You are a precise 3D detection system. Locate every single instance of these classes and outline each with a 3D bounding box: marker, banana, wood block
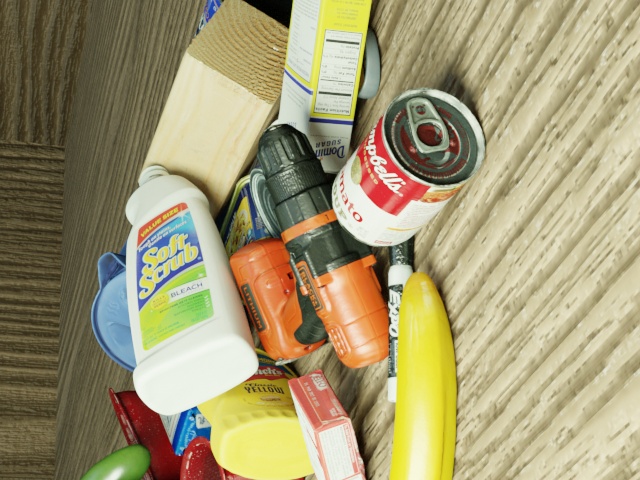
[{"bbox_3d":[0.056,0.050,0.733,0.020,0.020,0.121,143,130,-66],"label":"marker"},{"bbox_3d":[0.060,0.120,0.672,0.070,0.037,0.198,-171,87,-70],"label":"banana"},{"bbox_3d":[-0.094,-0.117,1.007,0.090,0.090,0.206,-60,3,-36],"label":"wood block"}]

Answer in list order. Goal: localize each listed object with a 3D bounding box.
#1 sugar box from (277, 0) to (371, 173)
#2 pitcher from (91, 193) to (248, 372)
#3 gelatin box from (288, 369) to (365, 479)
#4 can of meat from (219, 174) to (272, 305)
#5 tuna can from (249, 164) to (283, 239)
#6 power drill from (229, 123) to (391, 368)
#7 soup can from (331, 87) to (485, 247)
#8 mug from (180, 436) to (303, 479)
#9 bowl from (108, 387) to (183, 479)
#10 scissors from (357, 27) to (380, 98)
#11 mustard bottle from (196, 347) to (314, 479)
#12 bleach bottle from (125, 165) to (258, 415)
[{"bbox_3d":[0.003,-0.151,0.857,0.093,0.048,0.176,-125,38,-64],"label":"sugar box"},{"bbox_3d":[-0.140,0.030,1.120,0.242,0.145,0.149,-83,-2,-59],"label":"pitcher"},{"bbox_3d":[0.008,0.150,0.785,0.073,0.030,0.089,-127,22,-64],"label":"gelatin box"},{"bbox_3d":[-0.057,0.001,1.026,0.102,0.057,0.084,114,153,-43],"label":"can of meat"},{"bbox_3d":[-0.026,-0.031,0.916,0.086,0.033,0.086,49,156,31],"label":"tuna can"},{"bbox_3d":[-0.018,0.017,0.822,0.184,0.057,0.188,68,161,5],"label":"power drill"},{"bbox_3d":[0.054,-0.044,0.691,0.102,0.068,0.068,130,142,-61],"label":"soup can"},{"bbox_3d":[-0.073,0.213,0.941,0.117,0.081,0.093,15,102,58],"label":"mug"},{"bbox_3d":[-0.177,0.226,1.173,0.162,0.055,0.162,57,161,32],"label":"bowl"},{"bbox_3d":[0.019,-0.180,0.916,0.202,0.016,0.096,-102,25,-43],"label":"scissors"},{"bbox_3d":[-0.059,0.138,0.930,0.192,0.096,0.058,-133,48,-66],"label":"mustard bottle"},{"bbox_3d":[-0.131,0.026,0.938,0.068,0.102,0.251,62,-176,-46],"label":"bleach bottle"}]
